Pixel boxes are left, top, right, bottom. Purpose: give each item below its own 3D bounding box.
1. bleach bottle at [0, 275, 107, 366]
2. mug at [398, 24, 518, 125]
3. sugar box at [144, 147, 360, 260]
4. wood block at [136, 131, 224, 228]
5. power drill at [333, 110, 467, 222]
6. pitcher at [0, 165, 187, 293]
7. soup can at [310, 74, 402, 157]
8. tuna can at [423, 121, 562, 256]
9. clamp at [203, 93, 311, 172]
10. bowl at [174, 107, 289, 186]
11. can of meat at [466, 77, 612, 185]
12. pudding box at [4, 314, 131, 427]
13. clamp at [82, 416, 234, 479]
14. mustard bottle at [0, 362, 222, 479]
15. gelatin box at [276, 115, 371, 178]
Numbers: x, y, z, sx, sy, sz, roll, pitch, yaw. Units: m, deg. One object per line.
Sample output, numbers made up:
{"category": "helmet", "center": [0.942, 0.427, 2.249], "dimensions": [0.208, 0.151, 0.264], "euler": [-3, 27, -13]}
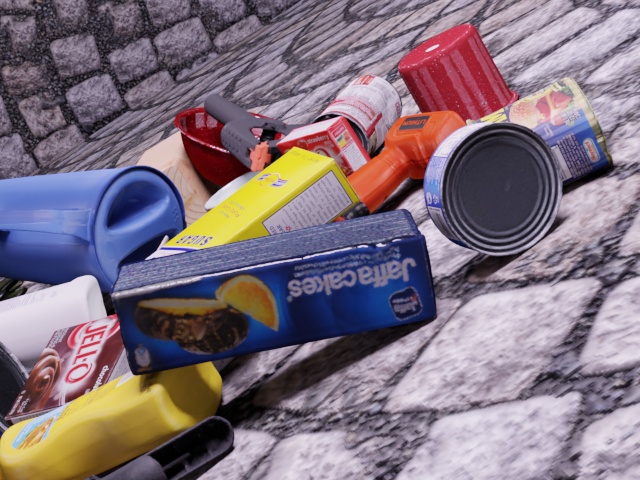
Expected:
{"category": "bleach bottle", "center": [-0.328, 0.095, 0.983], "dimensions": [0.250, 0.068, 0.102], "euler": [-13, 7, -2]}
{"category": "mug", "center": [0.128, -0.153, 1.010], "dimensions": [0.093, 0.081, 0.117], "euler": [-25, 18, 23]}
{"category": "sugar box", "center": [-0.064, 0.001, 0.795], "dimensions": [0.176, 0.048, 0.093], "euler": [-36, 20, -11]}
{"category": "wood block", "center": [-0.169, -0.063, 1.273], "dimensions": [0.091, 0.090, 0.206], "euler": [-29, 17, 12]}
{"category": "power drill", "center": [0.040, -0.032, 0.863], "dimensions": [0.187, 0.057, 0.185], "euler": [-37, 17, -17]}
{"category": "pitcher", "center": [-0.275, -0.012, 1.120], "dimensions": [0.243, 0.149, 0.144], "euler": [1, 42, 36]}
{"category": "soup can", "center": [0.038, -0.123, 1.109], "dimensions": [0.069, 0.068, 0.102], "euler": [-20, 20, 36]}
{"category": "tuna can", "center": [0.111, -0.034, 0.693], "dimensions": [0.086, 0.086, 0.034], "euler": [-35, 15, -11]}
{"category": "clamp", "center": [-0.065, -0.114, 1.139], "dimensions": [0.164, 0.036, 0.210], "euler": [14, 18, 5]}
{"category": "bowl", "center": [-0.090, -0.099, 1.210], "dimensions": [0.162, 0.055, 0.162], "euler": [11, 23, -5]}
{"category": "can of meat", "center": [0.157, -0.070, 0.767], "dimensions": [0.084, 0.057, 0.102], "euler": [-25, 18, 13]}
{"category": "pudding box", "center": [-0.190, 0.109, 0.863], "dimensions": [0.090, 0.039, 0.113], "euler": [-17, 32, 22]}
{"category": "clamp", "center": [-0.130, 0.158, 0.647], "dimensions": [0.172, 0.039, 0.120], "euler": [-30, -11, 24]}
{"category": "mustard bottle", "center": [-0.165, 0.137, 0.745], "dimensions": [0.192, 0.058, 0.096], "euler": [-26, 9, 19]}
{"category": "gelatin box", "center": [0.007, -0.075, 1.018], "dimensions": [0.030, 0.073, 0.089], "euler": [-43, 20, -30]}
